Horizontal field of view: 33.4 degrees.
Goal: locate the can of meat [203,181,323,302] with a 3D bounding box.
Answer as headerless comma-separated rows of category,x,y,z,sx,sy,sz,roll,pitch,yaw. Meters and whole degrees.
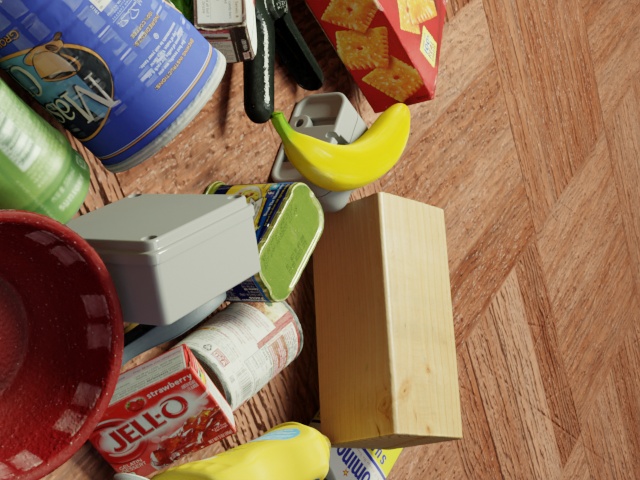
can of meat,-0.055,0.001,0.818,0.057,0.084,0.102,59,44,-38

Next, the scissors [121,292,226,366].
scissors,-0.132,0.079,0.701,0.016,0.096,0.201,58,38,-11

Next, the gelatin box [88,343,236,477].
gelatin box,-0.113,0.120,0.728,0.073,0.089,0.030,62,4,-37

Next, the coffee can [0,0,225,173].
coffee can,-0.141,-0.124,0.641,0.140,0.103,0.102,45,51,-26

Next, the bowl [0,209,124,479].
bowl,-0.195,0.061,0.614,0.161,0.055,0.162,-7,99,-45

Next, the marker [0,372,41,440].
marker,-0.184,0.093,0.680,0.121,0.020,0.020,-53,132,-43

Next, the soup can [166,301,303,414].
soup can,-0.068,0.089,0.812,0.102,0.069,0.068,-38,120,-50

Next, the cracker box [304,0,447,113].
cracker box,0.044,-0.248,0.963,0.213,0.072,0.164,54,36,-42

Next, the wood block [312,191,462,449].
wood block,0.056,0.073,0.934,0.090,0.091,0.206,13,67,-43

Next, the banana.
banana,0.029,-0.078,0.889,0.197,0.037,0.069,-14,102,-56

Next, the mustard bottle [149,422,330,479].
mustard bottle,-0.049,0.178,0.812,0.191,0.096,0.058,-9,76,-57

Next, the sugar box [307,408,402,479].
sugar box,0.042,0.172,0.999,0.176,0.048,0.093,-54,132,-44

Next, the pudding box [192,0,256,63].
pudding box,-0.068,-0.188,0.739,0.090,0.039,0.113,82,3,-84

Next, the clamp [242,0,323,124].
clamp,-0.043,-0.187,0.884,0.120,0.039,0.171,-32,114,-66
